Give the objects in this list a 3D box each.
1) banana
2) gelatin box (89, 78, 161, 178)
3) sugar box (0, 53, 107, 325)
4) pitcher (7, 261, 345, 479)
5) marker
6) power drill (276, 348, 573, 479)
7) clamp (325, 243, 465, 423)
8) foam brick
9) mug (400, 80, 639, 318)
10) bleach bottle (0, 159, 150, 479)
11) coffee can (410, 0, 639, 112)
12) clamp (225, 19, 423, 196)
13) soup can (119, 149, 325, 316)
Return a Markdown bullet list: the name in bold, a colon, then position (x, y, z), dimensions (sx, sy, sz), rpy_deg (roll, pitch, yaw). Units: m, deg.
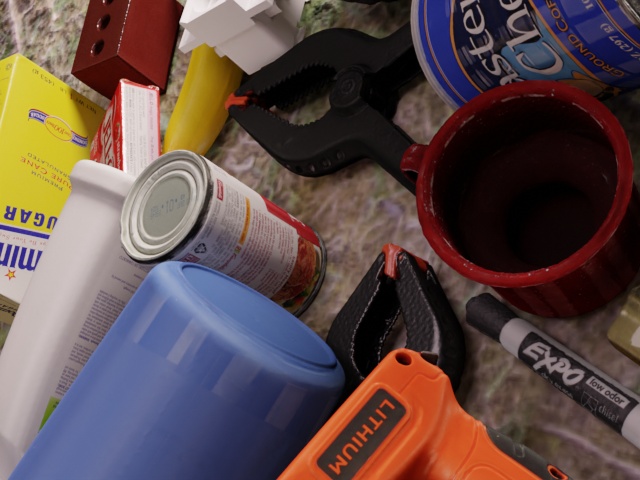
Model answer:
- **banana**: position (-0.079, -0.133, 0.739), dimensions (0.070, 0.037, 0.198), rpy_deg (-26, 53, 34)
- **gelatin box**: position (-0.133, -0.053, 0.723), dimensions (0.073, 0.030, 0.089), rpy_deg (-51, 38, 46)
- **sugar box**: position (-0.208, -0.032, 0.751), dimensions (0.048, 0.093, 0.176), rpy_deg (-16, 58, 33)
- **pitcher**: position (-0.094, 0.134, 0.528), dimensions (0.149, 0.144, 0.243), rpy_deg (37, 98, 38)
- **marker**: position (0.109, 0.057, 0.487), dimensions (0.020, 0.020, 0.121), rpy_deg (-55, 45, 2)
- **power drill**: position (0.068, 0.133, 0.367), dimensions (0.188, 0.057, 0.184), rpy_deg (30, 49, 20)
- **clamp**: position (0.038, 0.088, 0.518), dimensions (0.120, 0.039, 0.171), rpy_deg (8, 79, 36)
- **foam brick**: position (-0.142, -0.148, 0.788), dimensions (0.053, 0.051, 0.078), rpy_deg (-11, 61, 36)
- **mug**: position (0.090, -0.016, 0.486), dimensions (0.117, 0.081, 0.093), rpy_deg (19, 81, 31)
- **bleach bottle**: position (-0.154, 0.085, 0.634), dimensions (0.068, 0.102, 0.251), rpy_deg (17, 78, 47)
- **coffee can**: position (0.118, -0.112, 0.478), dimensions (0.140, 0.102, 0.103), rpy_deg (-15, 54, 65)
- **clamp**: position (0.032, -0.092, 0.619), dimensions (0.210, 0.036, 0.164), rpy_deg (10, 77, 42)
- **soup can**: position (-0.054, 0.001, 0.597), dimensions (0.069, 0.102, 0.068), rpy_deg (-20, 55, 31)
